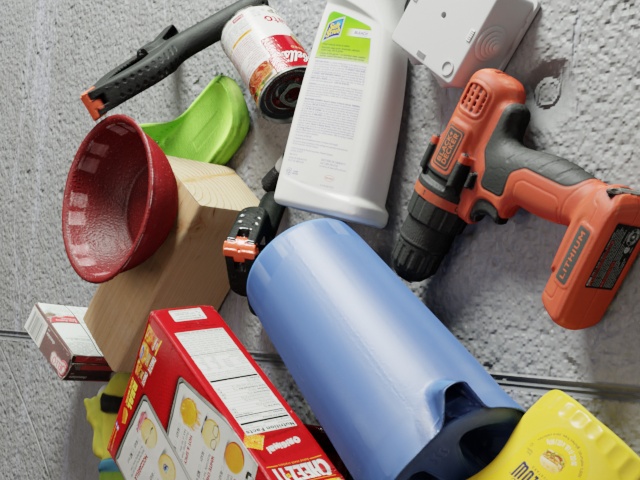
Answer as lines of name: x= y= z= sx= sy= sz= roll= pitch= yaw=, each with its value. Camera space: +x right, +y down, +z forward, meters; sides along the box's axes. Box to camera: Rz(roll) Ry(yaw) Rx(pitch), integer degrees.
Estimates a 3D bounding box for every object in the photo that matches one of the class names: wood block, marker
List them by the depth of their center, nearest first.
marker: x=-0.019 y=-0.089 z=1.010 sx=0.121 sy=0.020 sz=0.020 roll=-48 pitch=52 yaw=31
wood block: x=-0.149 y=0.028 z=1.080 sx=0.090 sy=0.090 sz=0.206 roll=49 pitch=119 yaw=39

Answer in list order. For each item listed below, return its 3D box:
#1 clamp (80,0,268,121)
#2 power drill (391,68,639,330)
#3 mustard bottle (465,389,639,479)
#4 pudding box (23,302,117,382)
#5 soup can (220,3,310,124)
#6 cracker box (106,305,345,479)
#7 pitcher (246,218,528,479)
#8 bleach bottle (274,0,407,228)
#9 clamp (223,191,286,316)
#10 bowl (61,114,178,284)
clamp: x=-0.154 y=-0.186 z=1.070 sx=0.165 sy=0.209 sz=0.036 roll=-12 pitch=115 yaw=41
power drill: x=0.141 y=-0.014 z=0.798 sx=0.188 sy=0.057 sz=0.185 roll=42 pitch=118 yaw=41
mustard bottle: x=0.126 y=0.197 z=0.722 sx=0.191 sy=0.058 sz=0.096 roll=-44 pitch=47 yaw=-3
pudding box: x=-0.266 y=0.115 z=1.194 sx=0.114 sy=0.089 sz=0.039 roll=43 pitch=113 yaw=42
soup can: x=-0.047 y=-0.169 z=1.017 sx=0.069 sy=0.068 sz=0.102 roll=-53 pitch=49 yaw=28
cracker box: x=-0.084 y=0.181 z=0.867 sx=0.214 sy=0.071 sz=0.164 roll=47 pitch=128 yaw=36
pitcher: x=0.041 y=0.102 z=0.838 sx=0.149 sy=0.144 sz=0.243 roll=-51 pitch=51 yaw=16
bleach bottle: x=0.036 y=-0.143 z=0.927 sx=0.103 sy=0.068 sz=0.251 roll=14 pitch=90 yaw=32
clamp: x=-0.056 y=0.001 z=0.959 sx=0.039 sy=0.171 sz=0.120 roll=1 pitch=79 yaw=3
bowl: x=-0.184 y=-0.036 z=1.019 sx=0.162 sy=0.055 sz=0.162 roll=-12 pitch=74 yaw=47
